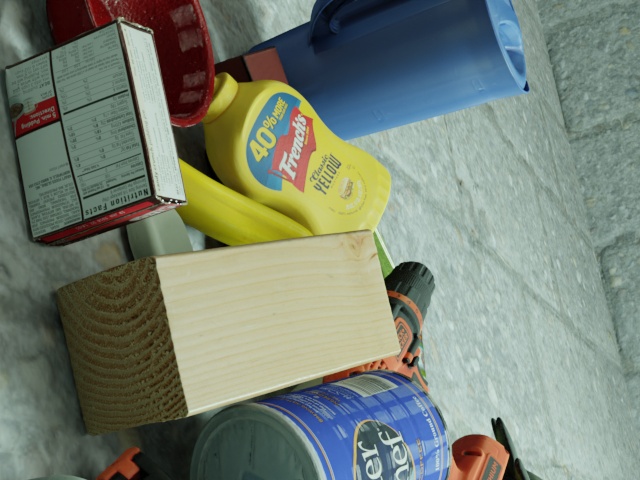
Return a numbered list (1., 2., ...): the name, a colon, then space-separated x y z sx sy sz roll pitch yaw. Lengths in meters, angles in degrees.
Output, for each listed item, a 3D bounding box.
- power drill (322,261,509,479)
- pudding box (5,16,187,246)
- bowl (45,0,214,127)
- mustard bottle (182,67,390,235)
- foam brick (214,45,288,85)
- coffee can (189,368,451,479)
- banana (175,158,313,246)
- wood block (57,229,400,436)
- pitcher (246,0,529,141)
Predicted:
1. power drill: 0.084 0.127 0.868 0.187 0.057 0.184 58 36 -15
2. pudding box: -0.133 -0.062 0.626 0.039 0.090 0.113 7 68 -66
3. bowl: -0.136 -0.147 0.728 0.162 0.055 0.162 49 32 -47
4. mustard bottle: -0.032 -0.068 0.834 0.191 0.058 0.096 39 65 -26
5. foam brick: -0.065 -0.129 0.897 0.051 0.053 0.078 70 21 -9
6. coffee can: 0.003 0.141 0.667 0.140 0.103 0.103 -5 80 -52
7. banana: -0.072 -0.027 0.771 0.197 0.070 0.037 26 63 -31
8. wood block: -0.051 0.052 0.675 0.205 0.090 0.091 -8 82 -52
9. pitcher: 0.052 -0.166 0.949 0.149 0.243 0.144 70 22 -10
